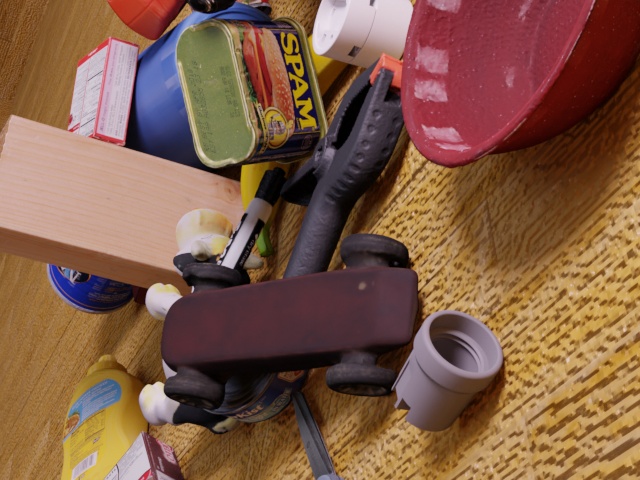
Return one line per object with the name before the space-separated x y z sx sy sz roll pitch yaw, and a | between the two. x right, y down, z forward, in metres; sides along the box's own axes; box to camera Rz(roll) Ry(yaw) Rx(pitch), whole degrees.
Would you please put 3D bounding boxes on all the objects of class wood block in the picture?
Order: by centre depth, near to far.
wood block | -0.166 -0.020 0.866 0.090 0.205 0.091 -24 54 63

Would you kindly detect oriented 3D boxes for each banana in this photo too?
banana | -0.019 -0.087 0.790 0.070 0.037 0.198 41 120 34

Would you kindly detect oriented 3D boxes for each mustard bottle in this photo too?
mustard bottle | -0.204 0.180 1.013 0.096 0.058 0.191 -39 34 19

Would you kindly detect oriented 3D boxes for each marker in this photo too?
marker | -0.055 0.001 0.754 0.121 0.020 0.020 -63 19 -15

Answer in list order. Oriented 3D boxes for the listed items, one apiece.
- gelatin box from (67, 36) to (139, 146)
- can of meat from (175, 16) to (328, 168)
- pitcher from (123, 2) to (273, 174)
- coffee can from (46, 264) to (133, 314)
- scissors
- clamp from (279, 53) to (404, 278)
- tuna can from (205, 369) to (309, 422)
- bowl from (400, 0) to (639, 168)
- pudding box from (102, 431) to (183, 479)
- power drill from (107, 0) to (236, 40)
gelatin box | -0.181 -0.114 0.882 0.073 0.030 0.089 -15 66 57
can of meat | -0.047 -0.101 0.728 0.058 0.083 0.102 -13 91 35
pitcher | -0.111 -0.123 0.930 0.243 0.144 0.149 -20 69 60
coffee can | -0.219 0.001 1.120 0.141 0.102 0.103 -48 33 48
scissors | 0.016 0.133 0.581 0.096 0.016 0.202 -57 28 34
clamp | 0.012 -0.037 0.672 0.172 0.039 0.120 123 152 -46
tuna can | -0.048 0.076 0.705 0.086 0.033 0.086 -18 59 34
bowl | 0.099 -0.104 0.481 0.162 0.055 0.162 -49 33 48
pudding box | -0.151 0.220 0.863 0.090 0.039 0.113 -51 23 5
power drill | -0.080 -0.209 0.766 0.188 0.057 0.184 -14 40 51
